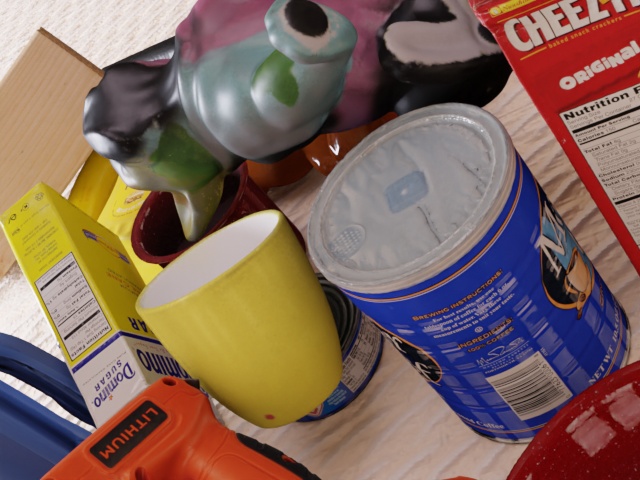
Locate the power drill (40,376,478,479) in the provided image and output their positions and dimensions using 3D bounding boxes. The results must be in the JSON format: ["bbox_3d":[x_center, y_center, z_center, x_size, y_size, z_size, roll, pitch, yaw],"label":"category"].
[{"bbox_3d":[-0.030,0.142,0.458,0.188,0.057,0.184,22,34,23],"label":"power drill"}]

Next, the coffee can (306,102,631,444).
[{"bbox_3d":[0.074,0.019,0.509,0.103,0.140,0.103,-24,40,23],"label":"coffee can"}]

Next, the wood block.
[{"bbox_3d":[-0.254,-0.065,0.884,0.206,0.090,0.090,-54,17,4],"label":"wood block"}]

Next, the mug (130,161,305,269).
[{"bbox_3d":[-0.055,0.001,0.691,0.117,0.081,0.093,6,58,45],"label":"mug"}]

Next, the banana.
[{"bbox_3d":[-0.171,-0.056,0.892,0.070,0.037,0.197,-6,49,28],"label":"banana"}]

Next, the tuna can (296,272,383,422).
[{"bbox_3d":[-0.006,0.063,0.627,0.086,0.033,0.086,-24,41,23],"label":"tuna can"}]

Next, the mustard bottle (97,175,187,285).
[{"bbox_3d":[-0.112,-0.058,0.821,0.096,0.058,0.191,-15,45,32],"label":"mustard bottle"}]

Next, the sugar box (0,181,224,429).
[{"bbox_3d":[-0.130,0.050,0.662,0.048,0.093,0.176,-41,57,4],"label":"sugar box"}]
